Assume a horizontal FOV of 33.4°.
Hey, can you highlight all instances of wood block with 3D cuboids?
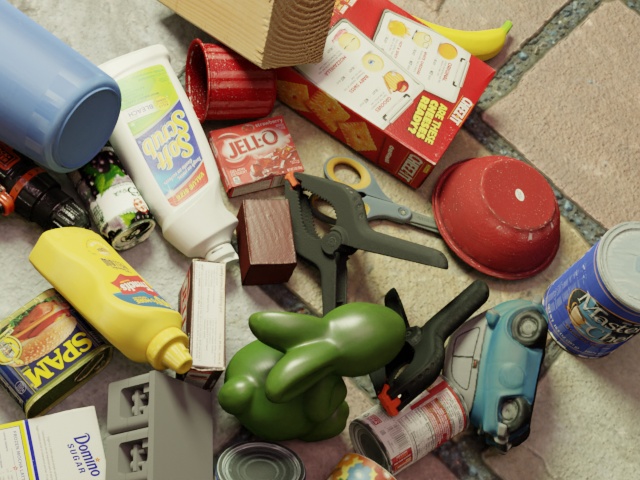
[{"bbox_3d":[-0.087,-0.272,1.163,0.090,0.091,0.206,-15,40,-41],"label":"wood block"}]

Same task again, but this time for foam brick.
[{"bbox_3d":[-0.057,0.001,1.118,0.051,0.053,0.078,-1,65,-15],"label":"foam brick"}]

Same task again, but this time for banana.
[{"bbox_3d":[0.144,-0.254,1.309,0.197,0.037,0.069,8,45,-13],"label":"banana"}]

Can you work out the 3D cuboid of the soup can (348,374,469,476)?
[{"bbox_3d":[0.088,0.184,1.060,0.102,0.069,0.068,-27,74,-24],"label":"soup can"}]

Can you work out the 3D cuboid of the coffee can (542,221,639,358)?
[{"bbox_3d":[0.313,0.055,1.141,0.102,0.140,0.103,6,63,-12],"label":"coffee can"}]

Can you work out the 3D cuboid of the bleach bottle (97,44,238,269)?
[{"bbox_3d":[-0.152,-0.081,1.129,0.102,0.068,0.251,-25,76,-23],"label":"bleach bottle"}]

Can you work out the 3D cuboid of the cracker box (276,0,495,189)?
[{"bbox_3d":[0.069,-0.184,1.233,0.213,0.072,0.164,34,62,2],"label":"cracker box"}]

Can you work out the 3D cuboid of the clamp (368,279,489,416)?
[{"bbox_3d":[0.088,0.102,1.077,0.171,0.120,0.039,-51,119,-35],"label":"clamp"}]

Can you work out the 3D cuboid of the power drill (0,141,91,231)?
[{"bbox_3d":[-0.343,-0.020,1.039,0.184,0.057,0.187,36,51,11],"label":"power drill"}]

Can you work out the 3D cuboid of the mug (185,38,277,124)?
[{"bbox_3d":[-0.102,-0.180,1.183,0.081,0.093,0.117,-4,29,-22],"label":"mug"}]

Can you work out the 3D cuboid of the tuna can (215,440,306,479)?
[{"bbox_3d":[-0.056,0.225,0.996,0.086,0.034,0.086,5,28,-3],"label":"tuna can"}]

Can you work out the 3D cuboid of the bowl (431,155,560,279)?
[{"bbox_3d":[0.210,-0.039,1.199,0.162,0.055,0.162,9,59,-16],"label":"bowl"}]

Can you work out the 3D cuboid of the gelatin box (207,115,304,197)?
[{"bbox_3d":[-0.072,-0.093,1.173,0.089,0.030,0.073,-14,69,-21],"label":"gelatin box"}]

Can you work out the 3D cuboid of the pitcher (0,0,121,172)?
[{"bbox_3d":[-0.315,-0.172,1.068,0.243,0.145,0.149,33,64,16],"label":"pitcher"}]

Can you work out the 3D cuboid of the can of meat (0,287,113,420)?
[{"bbox_3d":[-0.262,0.106,1.011,0.102,0.057,0.084,-38,76,-28],"label":"can of meat"}]

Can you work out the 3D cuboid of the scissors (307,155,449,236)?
[{"bbox_3d":[0.083,-0.047,1.201,0.201,0.016,0.096,4,64,-13],"label":"scissors"}]

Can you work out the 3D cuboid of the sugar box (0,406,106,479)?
[{"bbox_3d":[-0.282,0.214,0.960,0.176,0.048,0.093,-7,67,-22],"label":"sugar box"}]

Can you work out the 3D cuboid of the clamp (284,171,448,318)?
[{"bbox_3d":[0.031,0.001,1.110,0.036,0.165,0.210,17,41,-56],"label":"clamp"}]

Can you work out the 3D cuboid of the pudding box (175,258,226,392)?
[{"bbox_3d":[-0.117,0.086,1.040,0.039,0.090,0.113,3,65,-15],"label":"pudding box"}]

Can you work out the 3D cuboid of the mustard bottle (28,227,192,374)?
[{"bbox_3d":[-0.185,0.061,1.002,0.192,0.096,0.058,39,100,30],"label":"mustard bottle"}]
